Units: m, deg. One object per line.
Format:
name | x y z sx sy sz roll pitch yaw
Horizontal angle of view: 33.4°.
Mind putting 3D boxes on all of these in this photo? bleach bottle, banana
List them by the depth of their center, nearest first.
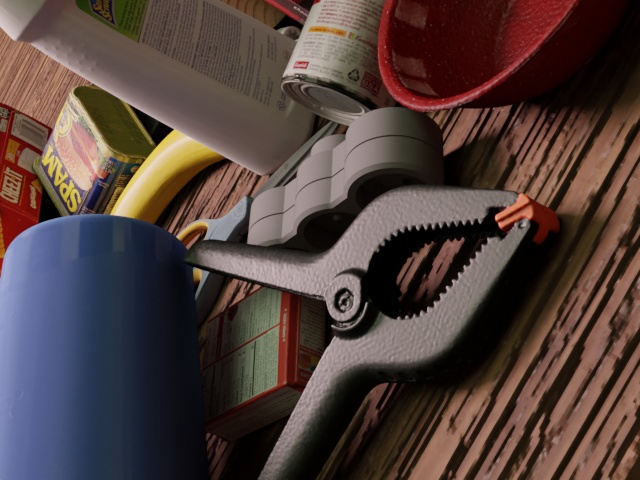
bleach bottle | -0.117 -0.136 0.674 0.068 0.250 0.102 -35 40 40
banana | -0.121 -0.041 0.820 0.198 0.037 0.069 -38 35 36

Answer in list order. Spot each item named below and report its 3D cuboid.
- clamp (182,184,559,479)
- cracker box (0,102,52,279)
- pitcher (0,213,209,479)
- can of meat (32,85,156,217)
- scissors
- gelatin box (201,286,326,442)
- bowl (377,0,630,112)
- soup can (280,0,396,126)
clamp | 0.015 0.027 0.520 0.210 0.036 0.164 -38 57 25
cracker box | -0.323 0.002 0.947 0.214 0.072 0.164 -50 28 23
pitcher | -0.129 0.117 0.571 0.145 0.149 0.243 98 169 -61
can of meat | -0.185 -0.067 0.884 0.102 0.057 0.084 53 125 31
scissors | -0.055 0.001 0.706 0.202 0.016 0.096 -30 45 45
gelatin box | -0.034 0.067 0.608 0.089 0.030 0.073 -33 42 41
bowl | 0.101 -0.125 0.523 0.162 0.055 0.162 -37 39 37
soup can | 0.025 -0.125 0.628 0.069 0.068 0.102 9 75 59
